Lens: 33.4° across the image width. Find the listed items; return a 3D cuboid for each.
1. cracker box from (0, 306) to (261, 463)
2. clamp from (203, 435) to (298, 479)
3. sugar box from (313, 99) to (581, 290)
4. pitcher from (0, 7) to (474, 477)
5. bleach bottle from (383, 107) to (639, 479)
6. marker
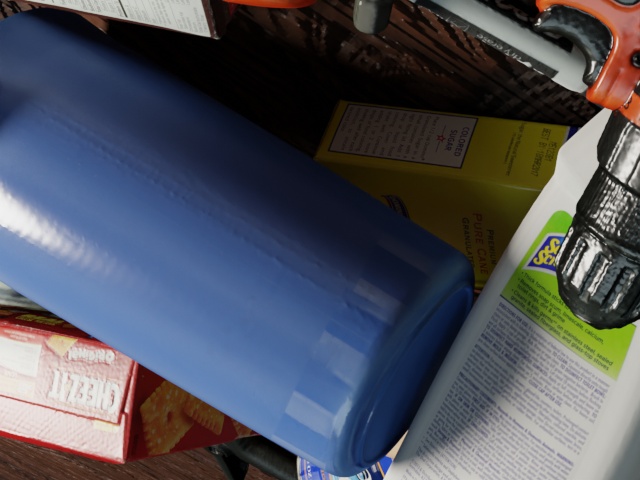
[{"bbox_3d":[-0.124,0.087,0.691,0.164,0.072,0.213,7,179,26],"label":"cracker box"},{"bbox_3d":[-0.073,0.170,0.917,0.120,0.039,0.171,-3,141,36],"label":"clamp"},{"bbox_3d":[0.092,-0.013,0.504,0.176,0.048,0.093,11,148,23],"label":"sugar box"},{"bbox_3d":[-0.053,0.001,0.495,0.243,0.149,0.145,30,140,20],"label":"pitcher"},{"bbox_3d":[0.108,0.045,0.425,0.103,0.067,0.251,37,115,29],"label":"bleach bottle"},{"bbox_3d":[0.081,-0.081,0.428,0.121,0.020,0.020,28,150,-8],"label":"marker"}]
